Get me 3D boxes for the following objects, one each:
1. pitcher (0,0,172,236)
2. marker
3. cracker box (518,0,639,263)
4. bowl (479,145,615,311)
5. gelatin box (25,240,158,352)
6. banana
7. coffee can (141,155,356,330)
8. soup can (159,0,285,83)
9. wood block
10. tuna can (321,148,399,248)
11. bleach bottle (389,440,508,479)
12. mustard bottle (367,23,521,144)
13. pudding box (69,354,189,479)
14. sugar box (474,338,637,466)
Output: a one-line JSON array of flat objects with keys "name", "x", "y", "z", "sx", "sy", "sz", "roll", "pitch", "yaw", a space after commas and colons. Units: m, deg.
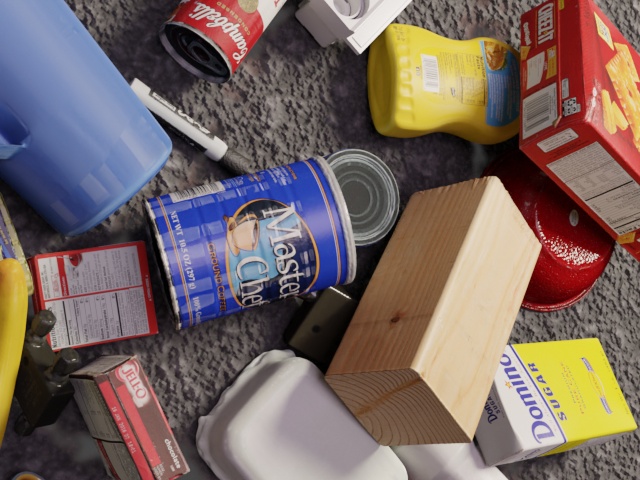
[{"name": "pitcher", "x": -0.224, "y": -0.117, "z": 0.750, "sx": 0.149, "sy": 0.145, "sz": 0.242, "roll": -44, "pitch": 106, "yaw": -14}, {"name": "marker", "x": -0.106, "y": -0.089, "z": 0.865, "sx": 0.121, "sy": 0.020, "sz": 0.020, "roll": 35, "pitch": 70, "yaw": -18}, {"name": "cracker box", "x": 0.264, "y": -0.098, "z": 0.955, "sx": 0.213, "sy": 0.072, "sz": 0.164, "roll": 36, "pitch": 45, "yaw": -33}, {"name": "bowl", "x": 0.220, "y": -0.016, "z": 0.990, "sx": 0.161, "sy": 0.055, "sz": 0.162, "roll": 4, "pitch": 82, "yaw": -25}, {"name": "gelatin box", "x": -0.173, "y": 0.042, "z": 0.811, "sx": 0.089, "sy": 0.030, "sz": 0.073, "roll": -9, "pitch": 89, "yaw": -26}, {"name": "banana", "x": -0.231, "y": 0.104, "z": 0.740, "sx": 0.037, "sy": 0.070, "sz": 0.198, "roll": 12, "pitch": 96, "yaw": -19}, {"name": "coffee can", "x": -0.055, "y": 0.001, "z": 0.814, "sx": 0.140, "sy": 0.103, "sz": 0.103, "roll": -15, "pitch": 90, "yaw": -12}, {"name": "soup can", "x": -0.074, "y": -0.187, "z": 0.865, "sx": 0.068, "sy": 0.069, "sz": 0.102, "roll": 39, "pitch": 68, "yaw": -16}, {"name": "wood block", "x": 0.096, "y": 0.055, "z": 0.862, "sx": 0.090, "sy": 0.091, "sz": 0.205, "roll": 52, "pitch": 48, "yaw": -28}, {"name": "tuna can", "x": 0.024, "y": -0.035, "z": 0.911, "sx": 0.086, "sy": 0.034, "sz": 0.086, "roll": 3, "pitch": 82, "yaw": -25}, {"name": "bleach bottle", "x": 0.133, "y": 0.235, "z": 0.905, "sx": 0.251, "sy": 0.103, "sz": 0.068, "roll": 50, "pitch": 55, "yaw": -3}, {"name": "mustard bottle", "x": 0.138, "y": -0.136, "z": 0.964, "sx": 0.191, "sy": 0.058, "sz": 0.096, "roll": 2, "pitch": 77, "yaw": -25}, {"name": "pudding box", "x": -0.141, "y": 0.129, "z": 0.768, "sx": 0.039, "sy": 0.114, "sz": 0.090, "roll": -25, "pitch": 95, "yaw": -26}, {"name": "sugar box", "x": 0.196, "y": 0.136, "z": 0.925, "sx": 0.175, "sy": 0.048, "sz": 0.093, "roll": 2, "pitch": 60, "yaw": -46}]
